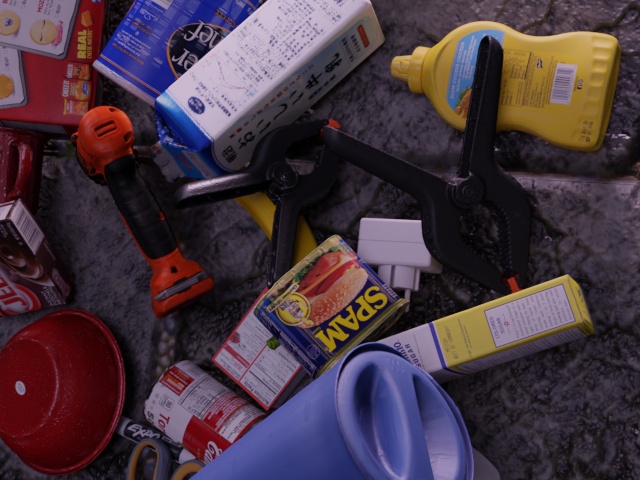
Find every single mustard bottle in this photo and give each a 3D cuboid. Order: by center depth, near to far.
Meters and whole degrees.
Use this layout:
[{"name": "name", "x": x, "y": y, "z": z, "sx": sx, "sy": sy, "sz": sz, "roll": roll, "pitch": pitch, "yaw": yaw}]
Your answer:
[{"name": "mustard bottle", "x": 0.152, "y": -0.137, "z": 0.914, "sx": 0.192, "sy": 0.058, "sz": 0.096, "roll": 12, "pitch": 91, "yaw": 22}]

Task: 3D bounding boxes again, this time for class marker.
[{"name": "marker", "x": -0.164, "y": 0.183, "z": 0.998, "sx": 0.121, "sy": 0.020, "sz": 0.020, "roll": 19, "pitch": 88, "yaw": 22}]

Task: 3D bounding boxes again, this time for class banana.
[{"name": "banana", "x": -0.038, "y": 0.002, "z": 0.959, "sx": 0.069, "sy": 0.037, "sz": 0.198, "roll": -7, "pitch": 57, "yaw": -20}]

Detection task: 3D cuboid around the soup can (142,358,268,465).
[{"name": "soup can", "x": -0.099, "y": 0.159, "z": 0.951, "sx": 0.102, "sy": 0.068, "sz": 0.068, "roll": 32, "pitch": 93, "yaw": 23}]

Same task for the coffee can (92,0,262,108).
[{"name": "coffee can", "x": -0.135, "y": -0.195, "z": 1.008, "sx": 0.103, "sy": 0.102, "sz": 0.140, "roll": 34, "pitch": 93, "yaw": 22}]

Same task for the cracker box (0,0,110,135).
[{"name": "cracker box", "x": -0.320, "y": -0.193, "z": 1.050, "sx": 0.213, "sy": 0.072, "sz": 0.164, "roll": 4, "pitch": 83, "yaw": -5}]

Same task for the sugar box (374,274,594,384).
[{"name": "sugar box", "x": 0.129, "y": 0.080, "z": 0.866, "sx": 0.176, "sy": 0.093, "sz": 0.048, "roll": -18, "pitch": 74, "yaw": 16}]

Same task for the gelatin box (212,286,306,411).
[{"name": "gelatin box", "x": -0.043, "y": 0.098, "z": 0.962, "sx": 0.073, "sy": 0.030, "sz": 0.089, "roll": 38, "pitch": 94, "yaw": 21}]

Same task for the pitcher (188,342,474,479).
[{"name": "pitcher", "x": -0.015, "y": 0.194, "z": 0.803, "sx": 0.243, "sy": 0.148, "sz": 0.145, "roll": -39, "pitch": 66, "yaw": 35}]

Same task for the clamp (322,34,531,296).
[{"name": "clamp", "x": 0.104, "y": -0.042, "z": 0.874, "sx": 0.164, "sy": 0.036, "sz": 0.210, "roll": -23, "pitch": 102, "yaw": -7}]

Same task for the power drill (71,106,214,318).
[{"name": "power drill", "x": -0.168, "y": -0.022, "z": 0.977, "sx": 0.057, "sy": 0.184, "sz": 0.187, "roll": -28, "pitch": 89, "yaw": -12}]

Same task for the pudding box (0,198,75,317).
[{"name": "pudding box", "x": -0.305, "y": 0.020, "z": 1.035, "sx": 0.090, "sy": 0.113, "sz": 0.039, "roll": -13, "pitch": 33, "yaw": 18}]

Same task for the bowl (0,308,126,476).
[{"name": "bowl", "x": -0.263, "y": 0.141, "z": 1.010, "sx": 0.162, "sy": 0.055, "sz": 0.162, "roll": -7, "pitch": 76, "yaw": 30}]

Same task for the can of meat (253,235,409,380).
[{"name": "can of meat", "x": 0.008, "y": 0.057, "z": 0.884, "sx": 0.102, "sy": 0.057, "sz": 0.084, "roll": -39, "pitch": 76, "yaw": -20}]

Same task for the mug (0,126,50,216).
[{"name": "mug", "x": -0.312, "y": -0.067, "z": 1.055, "sx": 0.117, "sy": 0.093, "sz": 0.081, "roll": 1, "pitch": 85, "yaw": 50}]

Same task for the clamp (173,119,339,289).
[{"name": "clamp", "x": -0.047, "y": -0.052, "z": 0.938, "sx": 0.120, "sy": 0.039, "sz": 0.171, "roll": 36, "pitch": 58, "yaw": -10}]

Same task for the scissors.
[{"name": "scissors", "x": -0.136, "y": 0.279, "z": 0.963, "sx": 0.096, "sy": 0.016, "sz": 0.202, "roll": -5, "pitch": 87, "yaw": 22}]
